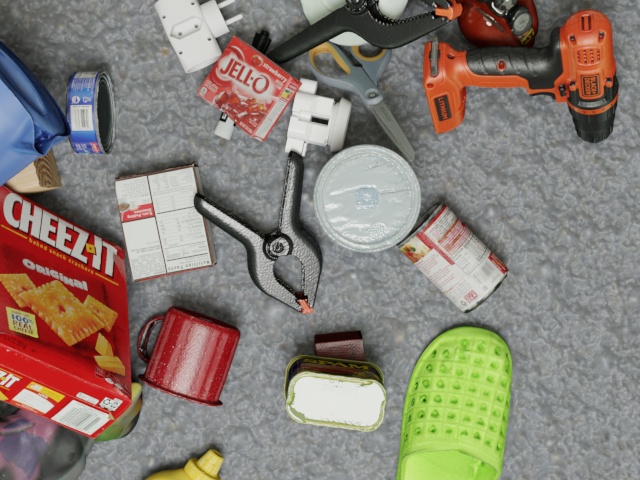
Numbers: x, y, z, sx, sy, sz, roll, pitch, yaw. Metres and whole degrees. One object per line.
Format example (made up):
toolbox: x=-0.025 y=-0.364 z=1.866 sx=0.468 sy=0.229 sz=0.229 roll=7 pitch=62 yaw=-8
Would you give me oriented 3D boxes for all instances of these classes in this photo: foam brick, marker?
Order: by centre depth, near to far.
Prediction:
marker: x=-0.081 y=-0.165 z=1.128 sx=0.020 sy=0.020 sz=0.121 roll=23 pitch=93 yaw=-1
foam brick: x=0.023 y=0.139 z=1.129 sx=0.053 sy=0.051 sz=0.078 roll=-5 pitch=93 yaw=-1

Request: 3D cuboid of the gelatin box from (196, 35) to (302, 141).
gelatin box: x=-0.074 y=-0.156 z=1.094 sx=0.089 sy=0.030 sz=0.073 roll=40 pitch=100 yaw=25

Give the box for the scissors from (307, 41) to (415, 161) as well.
scissors: x=0.064 y=-0.156 z=1.074 sx=0.096 sy=0.016 sz=0.202 roll=-35 pitch=53 yaw=-16

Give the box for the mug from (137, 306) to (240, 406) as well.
mug: x=-0.142 y=0.115 z=1.117 sx=0.117 sy=0.093 sz=0.081 roll=18 pitch=88 yaw=33

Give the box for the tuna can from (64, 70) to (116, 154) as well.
tuna can: x=-0.236 y=-0.131 z=1.098 sx=0.034 sy=0.086 sz=0.086 roll=0 pitch=93 yaw=2

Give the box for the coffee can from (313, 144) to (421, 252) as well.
coffee can: x=0.044 y=-0.043 z=1.074 sx=0.103 sy=0.140 sz=0.103 roll=0 pitch=93 yaw=0

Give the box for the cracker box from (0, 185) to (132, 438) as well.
cracker box: x=-0.263 y=0.062 z=1.016 sx=0.164 sy=0.214 sz=0.072 roll=32 pitch=119 yaw=-34

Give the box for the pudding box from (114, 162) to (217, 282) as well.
pudding box: x=-0.164 y=-0.019 z=1.128 sx=0.090 sy=0.039 sz=0.113 roll=-11 pitch=95 yaw=-1

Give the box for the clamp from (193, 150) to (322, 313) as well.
clamp: x=-0.057 y=0.001 z=1.113 sx=0.120 sy=0.039 sz=0.171 roll=-14 pitch=104 yaw=4

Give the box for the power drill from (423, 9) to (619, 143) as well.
power drill: x=0.204 y=-0.153 z=1.077 sx=0.188 sy=0.184 sz=0.057 roll=-5 pitch=57 yaw=14

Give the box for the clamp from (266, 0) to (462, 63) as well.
clamp: x=0.036 y=-0.251 z=1.050 sx=0.210 sy=0.036 sz=0.164 roll=8 pitch=114 yaw=26

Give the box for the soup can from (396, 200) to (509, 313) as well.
soup can: x=0.138 y=0.018 z=1.113 sx=0.102 sy=0.068 sz=0.068 roll=45 pitch=92 yaw=-2

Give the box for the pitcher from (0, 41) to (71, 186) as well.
pitcher: x=-0.369 y=-0.084 z=0.999 sx=0.243 sy=0.149 sz=0.145 roll=-38 pitch=106 yaw=5

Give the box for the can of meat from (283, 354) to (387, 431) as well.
can of meat: x=0.014 y=0.152 z=1.060 sx=0.102 sy=0.084 sz=0.057 roll=7 pitch=93 yaw=-1
